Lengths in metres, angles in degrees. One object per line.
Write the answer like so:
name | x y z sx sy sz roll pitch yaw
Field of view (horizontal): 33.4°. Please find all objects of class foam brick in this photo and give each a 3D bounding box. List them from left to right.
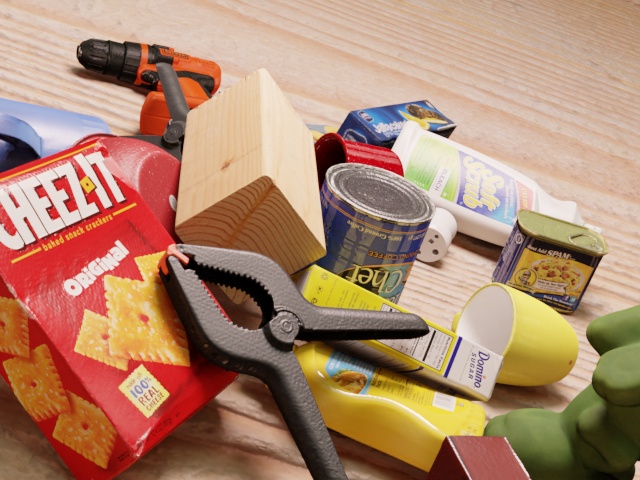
foam brick | 0.107 0.186 0.766 0.051 0.078 0.053 7 32 -24

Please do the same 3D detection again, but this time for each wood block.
wood block | -0.060 -0.053 0.916 0.090 0.091 0.206 53 16 -28

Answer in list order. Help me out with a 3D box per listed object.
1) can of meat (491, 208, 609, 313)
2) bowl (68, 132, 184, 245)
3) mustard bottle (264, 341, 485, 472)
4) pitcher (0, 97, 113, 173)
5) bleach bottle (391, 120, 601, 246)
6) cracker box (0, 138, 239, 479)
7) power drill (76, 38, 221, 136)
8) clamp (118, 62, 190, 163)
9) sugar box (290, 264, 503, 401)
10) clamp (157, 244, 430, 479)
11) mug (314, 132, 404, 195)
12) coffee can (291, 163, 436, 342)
can of meat | 0.244 0.024 1.147 0.102 0.084 0.057 16 27 -6
bowl | -0.147 -0.024 0.909 0.162 0.055 0.162 39 41 -46
mustard bottle | 0.032 0.126 0.846 0.191 0.058 0.096 22 15 6
pitcher | -0.300 -0.071 0.912 0.242 0.145 0.149 5 27 -32
bleach bottle | 0.197 -0.049 1.219 0.251 0.068 0.102 21 69 15
cracker box | -0.161 0.044 0.762 0.214 0.072 0.164 54 33 1
power drill | -0.193 -0.184 1.278 0.184 0.057 0.188 7 30 -23
clamp | -0.146 -0.116 1.121 0.172 0.120 0.039 26 -6 22
sugar box | 0.053 0.079 0.883 0.176 0.048 0.093 24 -14 -12
clamp | -0.022 0.065 0.780 0.210 0.036 0.164 41 54 -2
mug | 0.044 -0.063 1.170 0.081 0.093 0.117 8 18 -31
coffee can | 0.032 0.016 0.961 0.102 0.140 0.103 15 27 -8
